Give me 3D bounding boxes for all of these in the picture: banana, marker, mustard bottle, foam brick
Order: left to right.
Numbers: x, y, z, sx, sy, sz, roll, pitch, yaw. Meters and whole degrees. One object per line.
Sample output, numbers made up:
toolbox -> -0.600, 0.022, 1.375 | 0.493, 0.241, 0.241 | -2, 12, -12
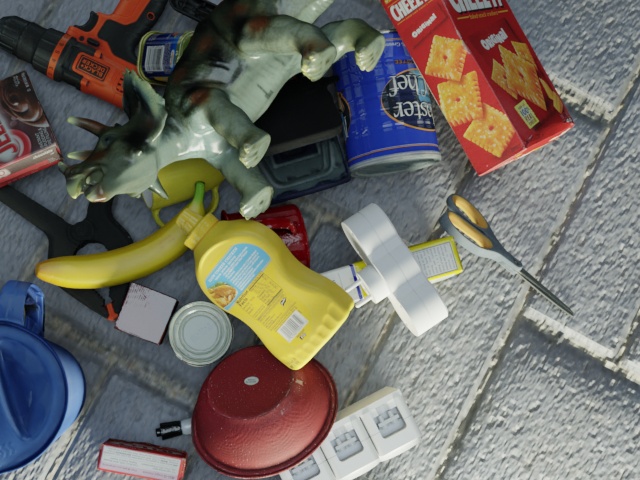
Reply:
banana -> -0.198, 0.009, 1.124 | 0.197, 0.037, 0.069 | -29, 109, -8
foam brick -> -0.184, 0.078, 1.135 | 0.051, 0.078, 0.053 | 22, 83, -4
marker -> -0.118, 0.196, 1.157 | 0.121, 0.020, 0.020 | -11, 85, -6
mustard bottle -> -0.066, 0.036, 1.063 | 0.191, 0.058, 0.096 | 40, 118, -2

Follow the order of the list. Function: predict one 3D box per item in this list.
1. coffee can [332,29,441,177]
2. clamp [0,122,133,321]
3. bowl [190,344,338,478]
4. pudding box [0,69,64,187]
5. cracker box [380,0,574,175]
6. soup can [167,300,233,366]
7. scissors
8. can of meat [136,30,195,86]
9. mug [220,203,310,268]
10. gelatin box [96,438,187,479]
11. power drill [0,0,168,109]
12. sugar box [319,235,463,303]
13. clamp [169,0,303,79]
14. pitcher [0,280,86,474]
coffee can -> 0.070, -0.148, 1.168 | 0.102, 0.103, 0.140 | -9, 85, -6
clamp -> -0.269, -0.010, 1.157 | 0.164, 0.036, 0.210 | -14, 85, -6
bowl -> -0.065, 0.162, 1.101 | 0.162, 0.055, 0.162 | -10, 45, 10
pudding box -> -0.336, -0.117, 1.143 | 0.090, 0.039, 0.113 | -24, 61, -8
cracker box -> 0.176, -0.189, 1.151 | 0.072, 0.163, 0.214 | -30, 87, 34
soup can -> -0.125, 0.099, 1.125 | 0.068, 0.102, 0.068 | 0, 84, -5
scissors -> 0.207, 0.011, 1.200 | 0.201, 0.096, 0.016 | 30, 121, -28
can of meat -> -0.131, -0.190, 1.140 | 0.101, 0.084, 0.057 | 6, 94, -37
mug -> -0.057, 0.001, 1.138 | 0.081, 0.117, 0.093 | -10, 69, -11
gelatin box -> -0.185, 0.230, 1.121 | 0.089, 0.073, 0.030 | 11, 83, -4
power drill -> -0.243, -0.255, 1.176 | 0.184, 0.057, 0.187 | 26, 85, -6
sugar box -> 0.057, 0.040, 1.152 | 0.176, 0.093, 0.048 | -13, 85, -7
clamp -> -0.071, -0.224, 1.149 | 0.171, 0.120, 0.039 | 25, 90, -31
pitcher -> -0.293, 0.138, 1.036 | 0.149, 0.243, 0.145 | -38, 88, -8
